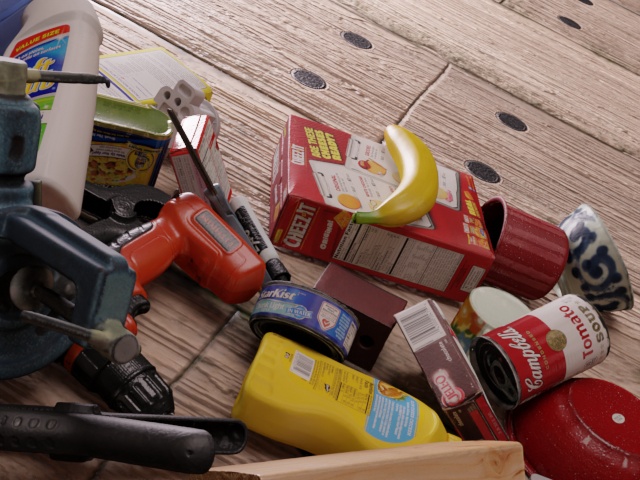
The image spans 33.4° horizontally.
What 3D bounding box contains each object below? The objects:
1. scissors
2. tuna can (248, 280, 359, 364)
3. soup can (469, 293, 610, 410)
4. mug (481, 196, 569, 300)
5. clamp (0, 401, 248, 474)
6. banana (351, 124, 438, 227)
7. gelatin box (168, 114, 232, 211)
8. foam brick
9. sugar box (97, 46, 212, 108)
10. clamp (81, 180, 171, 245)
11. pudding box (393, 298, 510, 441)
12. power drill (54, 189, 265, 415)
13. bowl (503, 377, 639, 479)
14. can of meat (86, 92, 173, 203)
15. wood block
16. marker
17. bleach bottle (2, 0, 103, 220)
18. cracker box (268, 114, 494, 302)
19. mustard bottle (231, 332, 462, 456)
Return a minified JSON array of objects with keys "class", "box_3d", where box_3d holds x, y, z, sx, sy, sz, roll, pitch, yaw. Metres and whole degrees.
[{"class":"scissors","box_3d":[-0.091,-0.037,0.916,0.016,0.201,0.096,-31,27,-8]},{"class":"tuna can","box_3d":[-0.014,0.068,0.863,0.086,0.086,0.033,24,67,-2]},{"class":"soup can","box_3d":[0.189,0.095,0.920,0.102,0.068,0.069,-22,51,-21]},{"class":"mug","box_3d":[0.198,0.009,1.110,0.081,0.093,0.117,22,7,-15]},{"class":"clamp","box_3d":[-0.149,0.123,0.684,0.210,0.036,0.164,3,-8,11]},{"class":"banana","box_3d":[0.083,-0.062,1.035,0.069,0.037,0.197,24,31,0]},{"class":"gelatin box","box_3d":[-0.111,-0.062,0.991,0.030,0.089,0.073,-9,31,10]},{"class":"foam brick","box_3d":[0.026,0.066,0.928,0.078,0.053,0.051,27,31,5]},{"class":"sugar box","box_3d":[-0.205,-0.151,1.102,0.093,0.048,0.175,40,38,24]},{"class":"clamp","box_3d":[-0.184,-0.026,0.926,0.171,0.039,0.120,0,57,-39]},{"class":"pudding box","box_3d":[0.109,0.115,0.880,0.090,0.039,0.113,59,6,-43]},{"class":"power drill","box_3d":[-0.131,0.045,0.826,0.184,0.057,0.187,45,42,16]},{"class":"bowl","box_3d":[0.243,0.170,0.921,0.162,0.055,0.162,18,32,-12]},{"class":"can of meat","box_3d":[-0.191,-0.081,0.967,0.102,0.084,0.057,11,34,-21]},{"class":"wood block","box_3d":[0.028,0.183,0.686,0.205,0.090,0.091,1,81,-34]},{"class":"marker","box_3d":[-0.057,0.001,0.999,0.020,0.020,0.121,3,37,-32]},{"class":"bleach bottle","box_3d":[-0.238,-0.123,0.896,0.103,0.068,0.251,-11,53,14]},{"class":"cracker box","box_3d":[0.057,-0.032,1.080,0.213,0.072,0.164,17,31,-12]},{"class":"mustard bottle","box_3d":[0.032,0.139,0.814,0.191,0.058,0.096,24,22,-1]}]
